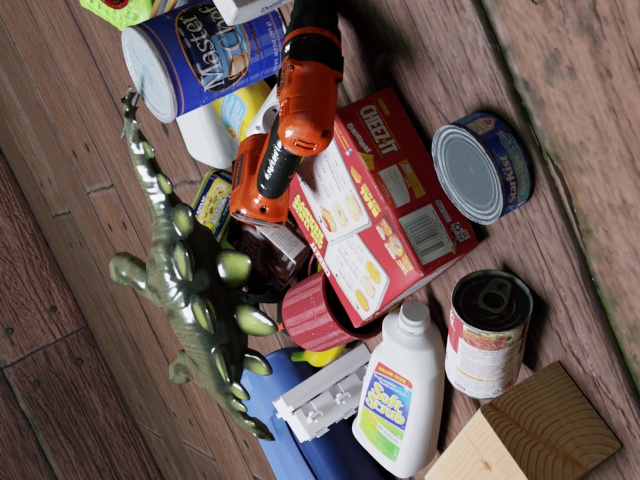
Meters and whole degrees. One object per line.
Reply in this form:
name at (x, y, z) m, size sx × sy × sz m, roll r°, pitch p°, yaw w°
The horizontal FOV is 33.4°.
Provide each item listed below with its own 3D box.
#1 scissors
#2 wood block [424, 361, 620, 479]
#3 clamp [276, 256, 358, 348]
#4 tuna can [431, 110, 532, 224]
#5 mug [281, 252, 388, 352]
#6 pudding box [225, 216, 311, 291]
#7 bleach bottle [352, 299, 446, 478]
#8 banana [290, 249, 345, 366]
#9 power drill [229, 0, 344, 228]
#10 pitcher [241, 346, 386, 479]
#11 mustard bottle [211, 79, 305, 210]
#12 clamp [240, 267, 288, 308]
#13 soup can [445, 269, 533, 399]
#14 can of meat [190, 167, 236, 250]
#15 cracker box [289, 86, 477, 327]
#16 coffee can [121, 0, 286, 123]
scissors at (-0.189, -0.219, 1.233) m, size 0.096 × 0.016 × 0.201 m, roll -24°, pitch 50°, yaw 51°
wood block at (0.175, 0.202, 0.968) m, size 0.091 × 0.090 × 0.206 m, roll 56°, pitch 158°, yaw 19°
clamp at (-0.009, 0.098, 1.333) m, size 0.120 × 0.039 × 0.172 m, roll 63°, pitch 157°, yaw 12°
tuna can at (0.127, -0.058, 0.841) m, size 0.086 × 0.033 × 0.086 m, roll 49°, pitch 155°, yaw 32°
mug at (0.011, 0.061, 1.147) m, size 0.082 × 0.093 × 0.117 m, roll -28°, pitch 66°, yaw 46°
pudding box at (-0.058, 0.002, 1.195) m, size 0.090 × 0.039 × 0.114 m, roll 42°, pitch 156°, yaw 5°
bleach bottle at (0.087, 0.149, 1.143) m, size 0.103 × 0.068 × 0.251 m, roll 42°, pitch 150°, yaw 32°
banana at (0.006, 0.076, 1.228) m, size 0.070 × 0.037 × 0.198 m, roll 19°, pitch 122°, yaw 13°
power drill at (-0.030, -0.114, 0.963) m, size 0.188 × 0.057 × 0.184 m, roll 117°, pitch 163°, yaw -51°
pitcher at (-0.020, 0.268, 1.433) m, size 0.243 × 0.144 × 0.149 m, roll 58°, pitch 144°, yaw 18°
mustard bottle at (-0.069, -0.130, 1.169) m, size 0.192 × 0.058 × 0.096 m, roll 54°, pitch 158°, yaw 20°
clamp at (-0.111, 0.051, 1.333) m, size 0.164 × 0.036 × 0.210 m, roll 26°, pitch 157°, yaw -20°
soup can at (0.144, 0.083, 0.924) m, size 0.069 × 0.068 × 0.102 m, roll 47°, pitch 155°, yaw 34°
can of meat at (-0.119, -0.031, 1.353) m, size 0.057 × 0.102 × 0.084 m, roll 22°, pitch -174°, yaw -41°
cracker box at (0.049, -0.024, 1.008) m, size 0.164 × 0.072 × 0.214 m, roll 61°, pitch 160°, yaw 8°
coffee can at (-0.116, -0.194, 1.086) m, size 0.103 × 0.140 × 0.103 m, roll 49°, pitch 155°, yaw 32°
